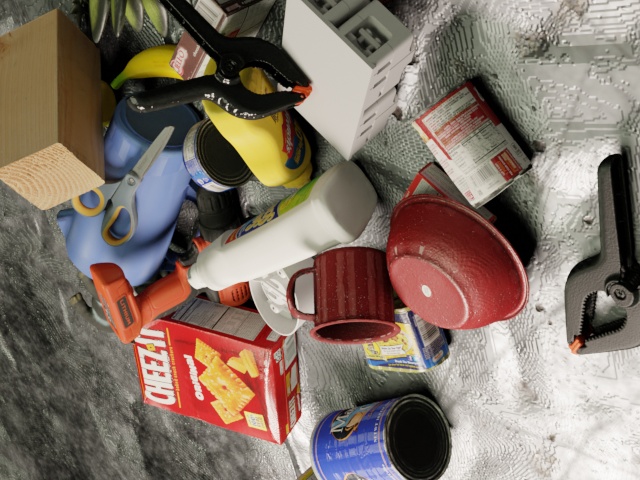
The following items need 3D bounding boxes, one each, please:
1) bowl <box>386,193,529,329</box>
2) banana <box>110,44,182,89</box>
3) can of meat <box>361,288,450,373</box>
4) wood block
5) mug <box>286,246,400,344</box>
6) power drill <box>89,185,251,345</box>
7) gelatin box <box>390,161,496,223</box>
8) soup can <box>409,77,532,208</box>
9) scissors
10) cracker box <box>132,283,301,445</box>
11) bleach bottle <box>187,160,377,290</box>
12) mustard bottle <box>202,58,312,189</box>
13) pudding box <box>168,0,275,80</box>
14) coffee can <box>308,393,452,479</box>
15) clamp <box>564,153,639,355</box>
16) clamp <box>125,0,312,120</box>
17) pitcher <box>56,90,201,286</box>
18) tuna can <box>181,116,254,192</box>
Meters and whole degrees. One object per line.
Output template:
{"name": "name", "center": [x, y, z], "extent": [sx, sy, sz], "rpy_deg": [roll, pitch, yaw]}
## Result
{"name": "bowl", "center": [0.120, 0.034, 1.038], "extent": [0.162, 0.055, 0.162], "rpy_deg": [31, 147, 23]}
{"name": "banana", "center": [-0.148, -0.183, 1.207], "extent": [0.198, 0.037, 0.069], "rpy_deg": [18, 94, 30]}
{"name": "can of meat", "center": [0.085, 0.095, 1.165], "extent": [0.102, 0.057, 0.084], "rpy_deg": [0, 117, 44]}
{"name": "wood block", "center": [-0.312, -0.152, 1.232], "extent": [0.091, 0.206, 0.090], "rpy_deg": [-22, 144, 17]}
{"name": "mug", "center": [0.022, 0.055, 1.091], "extent": [0.093, 0.117, 0.081], "rpy_deg": [119, 151, -67]}
{"name": "power drill", "center": [-0.174, 0.029, 1.272], "extent": [0.057, 0.187, 0.184], "rpy_deg": [44, 151, 48]}
{"name": "gelatin box", "center": [0.123, -0.023, 1.068], "extent": [0.089, 0.030, 0.073], "rpy_deg": [41, 138, 13]}
{"name": "soup can", "center": [0.138, -0.089, 0.979], "extent": [0.102, 0.068, 0.069], "rpy_deg": [54, 140, 2]}
{"name": "scissors", "center": [-0.231, -0.075, 1.216], "extent": [0.096, 0.016, 0.202], "rpy_deg": [29, 130, 5]}
{"name": "cracker box", "center": [-0.136, 0.160, 1.377], "extent": [0.214, 0.072, 0.164], "rpy_deg": [12, 127, 22]}
{"name": "bleach bottle", "center": [-0.058, 0.001, 1.167], "extent": [0.251, 0.102, 0.068], "rpy_deg": [-27, 108, 35]}
{"name": "mustard bottle", "center": [-0.057, -0.113, 1.119], "extent": [0.058, 0.096, 0.191], "rpy_deg": [-14, 144, 18]}
{"name": "pudding box", "center": [-0.100, -0.221, 1.107], "extent": [0.039, 0.089, 0.114], "rpy_deg": [48, 139, 7]}
{"name": "coffee can", "center": [0.068, 0.240, 1.242], "extent": [0.141, 0.102, 0.103], "rpy_deg": [-23, 99, 49]}
{"name": "clamp", "center": [0.284, 0.042, 0.948], "extent": [0.165, 0.036, 0.210], "rpy_deg": [38, 139, 21]}
{"name": "clamp", "center": [-0.096, -0.151, 1.001], "extent": [0.171, 0.120, 0.039], "rpy_deg": [24, 176, -8]}
{"name": "pitcher", "center": [-0.216, -0.060, 1.314], "extent": [0.145, 0.148, 0.243], "rpy_deg": [56, 139, 24]}
{"name": "tuna can", "center": [-0.113, -0.098, 1.206], "extent": [0.034, 0.086, 0.086], "rpy_deg": [-15, 105, 50]}
